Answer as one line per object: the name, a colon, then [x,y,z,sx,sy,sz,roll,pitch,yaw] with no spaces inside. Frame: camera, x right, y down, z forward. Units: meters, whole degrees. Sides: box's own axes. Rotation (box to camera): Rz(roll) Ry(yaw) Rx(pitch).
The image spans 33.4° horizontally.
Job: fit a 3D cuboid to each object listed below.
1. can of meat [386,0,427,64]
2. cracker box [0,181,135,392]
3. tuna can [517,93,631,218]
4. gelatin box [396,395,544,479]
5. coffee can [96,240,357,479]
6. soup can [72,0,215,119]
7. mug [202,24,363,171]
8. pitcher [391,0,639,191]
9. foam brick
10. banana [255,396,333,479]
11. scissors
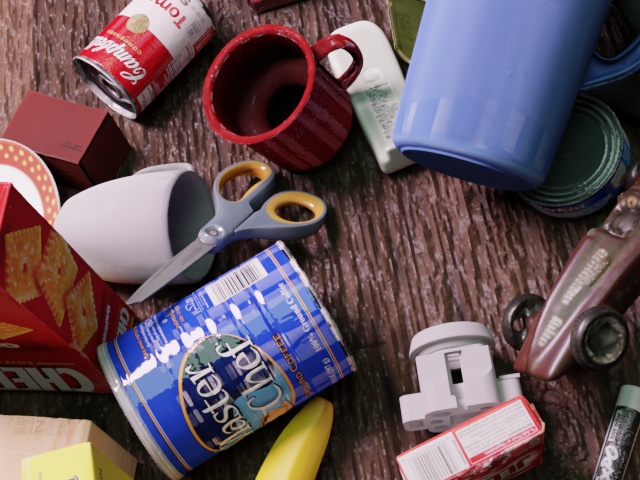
can of meat: [0.095,-0.189,0.820,0.057,0.102,0.084,23,71,20]
cracker box: [-0.237,0.039,0.702,0.164,0.213,0.072,1,64,12]
tuna can: [0.175,-0.060,0.758,0.086,0.033,0.086,-10,68,26]
gelatin box: [0.095,0.137,0.663,0.089,0.073,0.030,-26,62,-4]
coffee can: [-0.061,0.079,0.709,0.140,0.103,0.103,-31,61,-6]
soup can: [-0.142,-0.158,0.870,0.069,0.068,0.102,33,72,24]
mug: [-0.018,-0.109,0.796,0.117,0.081,0.093,-39,60,12]
pitcher: [0.143,-0.158,0.720,0.149,0.144,0.243,15,86,41]
foam brick: [-0.203,-0.077,0.849,0.078,0.051,0.053,17,68,20]
banana: [-0.023,0.182,0.659,0.070,0.037,0.197,-31,28,24]
scissors: [-0.055,0.001,0.745,0.096,0.016,0.201,17,35,3]
